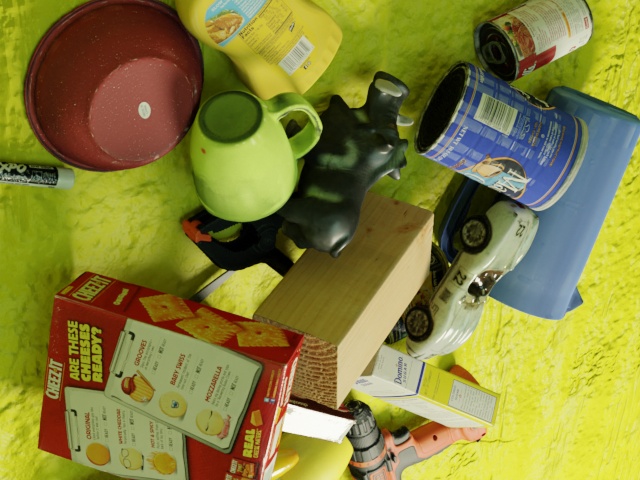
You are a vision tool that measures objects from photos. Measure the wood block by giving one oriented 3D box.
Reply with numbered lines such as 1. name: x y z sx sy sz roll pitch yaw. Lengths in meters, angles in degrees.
1. wood block: 0.026 0.051 1.040 0.205 0.090 0.091 -51 151 -40

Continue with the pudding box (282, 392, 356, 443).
1. pudding box: -0.028 0.171 1.150 0.113 0.090 0.039 19 107 -41

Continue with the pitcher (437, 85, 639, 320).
1. pitcher: 0.249 -0.046 1.186 0.149 0.145 0.243 3 114 -50

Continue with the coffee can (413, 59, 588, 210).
1. coffee can: 0.179 -0.104 1.066 0.140 0.103 0.103 24 105 -14

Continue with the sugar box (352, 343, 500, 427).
1. sugar box: 0.106 0.164 1.205 0.176 0.094 0.048 28 68 -25

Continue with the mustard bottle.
1. mustard bottle: -0.066 -0.199 0.895 0.096 0.058 0.191 -48 135 2

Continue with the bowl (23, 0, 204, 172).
1. bowl: -0.159 -0.119 0.886 0.161 0.055 0.162 -19 129 -25

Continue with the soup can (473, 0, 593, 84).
1. soup can: 0.217 -0.210 1.083 0.102 0.069 0.068 -28 132 -18

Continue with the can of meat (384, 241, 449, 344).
1. can of meat: 0.096 0.058 1.186 0.083 0.057 0.102 -26 131 -18

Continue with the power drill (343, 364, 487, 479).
1. power drill: 0.112 0.230 1.316 0.187 0.057 0.184 -27 131 -16

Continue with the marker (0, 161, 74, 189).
1. marker: -0.262 -0.056 0.879 0.120 0.020 0.020 4 116 -37

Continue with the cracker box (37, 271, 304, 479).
1. cracker box: -0.136 0.136 0.958 0.072 0.214 0.164 -53 157 -66

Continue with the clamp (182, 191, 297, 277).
1. clamp: -0.057 0.001 1.050 0.171 0.039 0.120 -8 113 -32
